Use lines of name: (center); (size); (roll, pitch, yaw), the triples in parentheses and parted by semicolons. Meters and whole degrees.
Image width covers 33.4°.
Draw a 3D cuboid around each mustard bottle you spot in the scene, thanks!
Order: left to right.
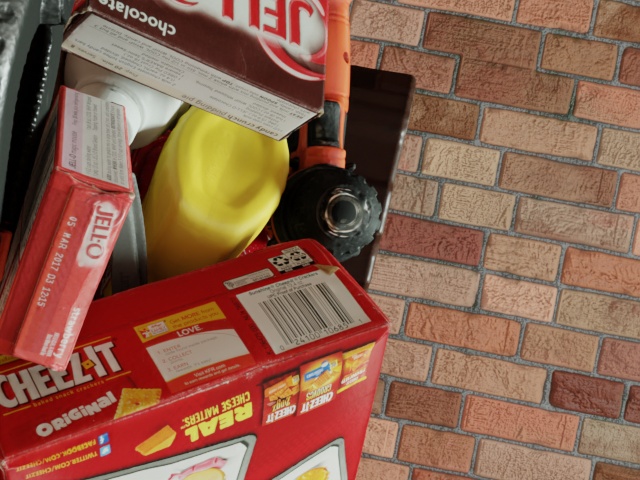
mustard bottle: (-0.082, 0.019, 0.541); (0.192, 0.058, 0.096); (-54, -164, 40)

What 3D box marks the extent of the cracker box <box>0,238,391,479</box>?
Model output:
cracker box: (-0.068, 0.113, 0.479); (0.072, 0.164, 0.214); (50, -35, 37)

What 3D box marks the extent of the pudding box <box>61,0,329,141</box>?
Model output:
pudding box: (-0.049, -0.103, 0.449); (0.039, 0.113, 0.090); (-32, -132, 48)

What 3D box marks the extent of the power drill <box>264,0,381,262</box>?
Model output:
power drill: (0.002, -0.080, 0.565); (0.184, 0.057, 0.187); (-179, -86, -81)

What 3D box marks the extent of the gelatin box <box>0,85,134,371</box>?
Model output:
gelatin box: (-0.094, -0.007, 0.391); (0.073, 0.030, 0.089); (-65, -158, 20)

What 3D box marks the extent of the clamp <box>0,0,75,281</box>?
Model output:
clamp: (-0.095, -0.089, 0.331); (0.164, 0.036, 0.210); (-158, -99, -84)
